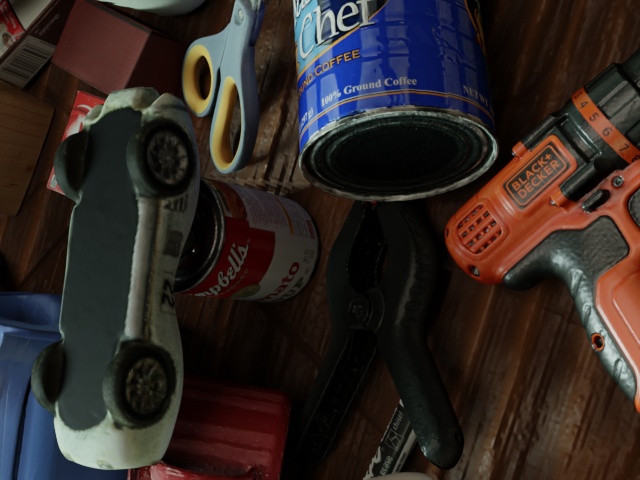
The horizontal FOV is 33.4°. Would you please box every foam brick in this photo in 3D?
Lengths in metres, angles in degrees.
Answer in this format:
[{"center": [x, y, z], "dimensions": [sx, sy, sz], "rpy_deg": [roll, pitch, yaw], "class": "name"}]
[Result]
[{"center": [-0.132, -0.125, 0.723], "dimensions": [0.078, 0.052, 0.051], "rpy_deg": [31, 100, 32], "class": "foam brick"}]

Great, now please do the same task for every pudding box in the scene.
[{"center": [-0.215, -0.185, 0.792], "dimensions": [0.114, 0.039, 0.090], "rpy_deg": [-40, 62, 19], "class": "pudding box"}]

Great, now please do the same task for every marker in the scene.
[{"center": [0.034, 0.135, 0.604], "dimensions": [0.020, 0.020, 0.121], "rpy_deg": [29, 100, 32], "class": "marker"}]

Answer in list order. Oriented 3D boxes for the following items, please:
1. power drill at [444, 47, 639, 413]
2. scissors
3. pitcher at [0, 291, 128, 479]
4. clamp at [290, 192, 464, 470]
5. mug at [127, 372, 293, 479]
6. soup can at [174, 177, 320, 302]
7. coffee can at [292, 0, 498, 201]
[{"center": [0.171, 0.004, 0.513], "dimensions": [0.185, 0.057, 0.188], "rpy_deg": [-45, 60, 24], "class": "power drill"}, {"center": [-0.054, -0.138, 0.648], "dimensions": [0.096, 0.016, 0.202], "rpy_deg": [44, 135, 43], "class": "scissors"}, {"center": [-0.174, 0.157, 0.657], "dimensions": [0.145, 0.148, 0.243], "rpy_deg": [12, 96, 45], "class": "pitcher"}, {"center": [0.039, 0.047, 0.588], "dimensions": [0.120, 0.039, 0.171], "rpy_deg": [2, 81, 43], "class": "clamp"}, {"center": [-0.062, 0.121, 0.603], "dimensions": [0.081, 0.117, 0.093], "rpy_deg": [10, 91, 0], "class": "mug"}, {"center": [-0.054, 0.001, 0.628], "dimensions": [0.069, 0.102, 0.068], "rpy_deg": [-5, 81, 32], "class": "soup can"}, {"center": [0.036, -0.105, 0.569], "dimensions": [0.103, 0.102, 0.140], "rpy_deg": [-16, 64, 30], "class": "coffee can"}]
